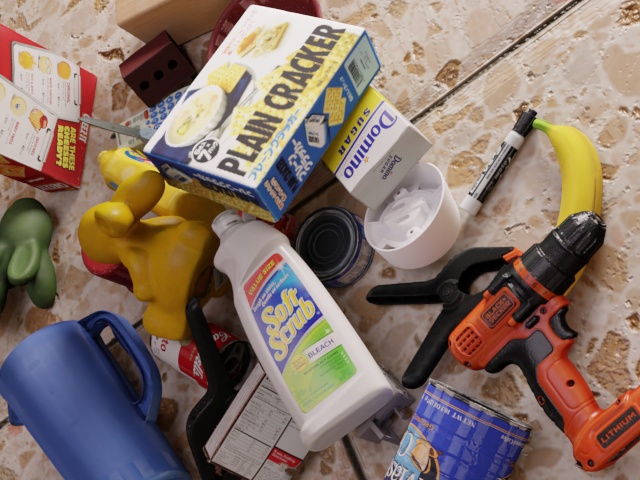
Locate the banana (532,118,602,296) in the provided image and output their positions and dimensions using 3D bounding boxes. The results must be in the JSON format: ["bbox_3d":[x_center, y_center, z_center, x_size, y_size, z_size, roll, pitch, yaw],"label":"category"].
[{"bbox_3d":[0.234,-0.028,1.009,0.070,0.037,0.198,-15,64,49],"label":"banana"}]

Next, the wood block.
[{"bbox_3d":[-0.147,-0.322,1.319,0.206,0.090,0.090,-19,65,28],"label":"wood block"}]

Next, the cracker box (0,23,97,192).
[{"bbox_3d":[-0.393,-0.170,1.354,0.072,0.213,0.164,-4,72,34],"label":"cracker box"}]

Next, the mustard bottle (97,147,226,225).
[{"bbox_3d":[-0.202,-0.066,1.267,0.192,0.096,0.058,29,91,36],"label":"mustard bottle"}]

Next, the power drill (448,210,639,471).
[{"bbox_3d":[0.226,0.092,0.937,0.185,0.057,0.188,-50,62,21],"label":"power drill"}]

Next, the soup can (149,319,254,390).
[{"bbox_3d":[-0.131,0.121,1.178,0.102,0.068,0.068,25,89,37],"label":"soup can"}]

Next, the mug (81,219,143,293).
[{"bbox_3d":[-0.237,0.007,1.275,0.117,0.081,0.093,32,93,36],"label":"mug"}]

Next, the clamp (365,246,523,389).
[{"bbox_3d":[0.123,0.054,1.051,0.171,0.039,0.120,-39,57,8],"label":"clamp"}]

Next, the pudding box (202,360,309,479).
[{"bbox_3d":[-0.052,0.192,1.087,0.113,0.090,0.039,-58,18,3],"label":"pudding box"}]

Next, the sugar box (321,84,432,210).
[{"bbox_3d":[0.038,-0.115,1.128,0.093,0.048,0.176,-49,36,10],"label":"sugar box"}]

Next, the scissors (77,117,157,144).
[{"bbox_3d":[-0.189,-0.135,1.288,0.202,0.016,0.096,29,58,24],"label":"scissors"}]

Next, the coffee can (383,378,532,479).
[{"bbox_3d":[0.116,0.210,0.964,0.103,0.102,0.140,24,88,36],"label":"coffee can"}]

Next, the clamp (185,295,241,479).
[{"bbox_3d":[-0.093,0.164,1.112,0.036,0.164,0.210,-125,59,-77],"label":"clamp"}]

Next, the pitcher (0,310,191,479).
[{"bbox_3d":[-0.242,0.204,1.189,0.243,0.144,0.149,45,143,31],"label":"pitcher"}]

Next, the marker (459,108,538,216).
[{"bbox_3d":[0.180,-0.079,1.069,0.020,0.020,0.121,36,96,36],"label":"marker"}]

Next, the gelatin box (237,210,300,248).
[{"bbox_3d":[-0.057,0.001,1.154,0.030,0.089,0.073,0,75,30],"label":"gelatin box"}]

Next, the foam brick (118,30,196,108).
[{"bbox_3d":[-0.204,-0.213,1.326,0.078,0.053,0.051,-37,33,6],"label":"foam brick"}]

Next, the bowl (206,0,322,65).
[{"bbox_3d":[-0.053,-0.222,1.246,0.162,0.055,0.162,-11,69,30],"label":"bowl"}]

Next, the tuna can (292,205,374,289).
[{"bbox_3d":[0.013,0.007,1.141,0.086,0.033,0.086,-11,69,30],"label":"tuna can"}]

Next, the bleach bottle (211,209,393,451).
[{"bbox_3d":[-0.038,0.076,1.049,0.102,0.068,0.251,-37,68,0],"label":"bleach bottle"}]
